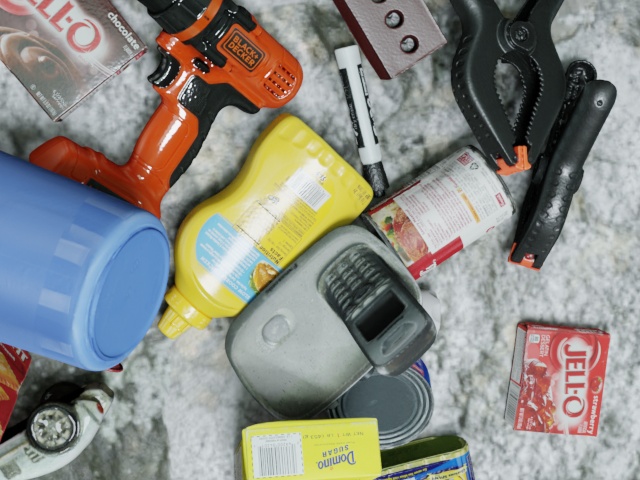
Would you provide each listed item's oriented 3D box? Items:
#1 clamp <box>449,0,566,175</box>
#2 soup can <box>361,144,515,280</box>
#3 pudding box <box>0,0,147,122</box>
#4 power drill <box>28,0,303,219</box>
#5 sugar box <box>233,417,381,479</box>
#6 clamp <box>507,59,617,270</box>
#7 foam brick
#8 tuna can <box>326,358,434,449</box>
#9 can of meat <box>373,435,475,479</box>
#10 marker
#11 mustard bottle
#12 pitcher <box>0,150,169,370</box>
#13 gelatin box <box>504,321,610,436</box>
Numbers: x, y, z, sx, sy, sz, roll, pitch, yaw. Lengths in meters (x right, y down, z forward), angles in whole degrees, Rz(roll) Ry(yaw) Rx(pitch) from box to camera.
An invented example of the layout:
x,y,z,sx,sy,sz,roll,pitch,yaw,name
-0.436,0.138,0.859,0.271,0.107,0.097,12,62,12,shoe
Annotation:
x,y,z,sx,sy,sz,roll,pitch,yaw,name
0.149,-0.156,0.806,0.164,0.036,0.210,-6,86,-23,clamp
0.092,-0.021,0.835,0.102,0.068,0.068,-34,101,-3,soup can
-0.198,-0.158,0.792,0.090,0.039,0.113,-39,102,-2,pudding box
-0.124,-0.107,0.771,0.188,0.057,0.184,-50,127,5,power drill
-0.015,0.167,0.793,0.093,0.176,0.048,-2,70,-7,sugar box
0.185,-0.056,0.820,0.039,0.120,0.171,15,99,7,clamp
0.052,-0.168,0.816,0.053,0.051,0.078,-34,101,-2,foam brick
0.047,0.123,0.853,0.086,0.033,0.086,0,118,0,tuna can
0.080,0.212,0.872,0.102,0.057,0.084,-13,97,-6,can of meat
0.034,-0.093,0.841,0.020,0.020,0.121,-14,100,-5,marker
-0.055,0.001,0.823,0.096,0.058,0.191,42,91,-19,mustard bottle
-0.231,-0.001,0.700,0.243,0.149,0.145,18,140,18,pitcher
0.197,0.115,0.886,0.073,0.030,0.089,6,97,-8,gelatin box
